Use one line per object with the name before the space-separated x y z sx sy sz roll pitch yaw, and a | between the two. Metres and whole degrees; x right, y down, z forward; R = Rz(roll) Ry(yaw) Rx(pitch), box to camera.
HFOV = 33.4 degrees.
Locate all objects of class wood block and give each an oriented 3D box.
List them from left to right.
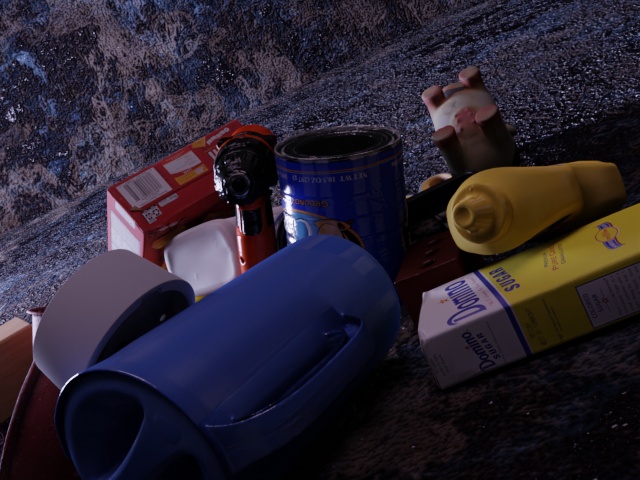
wood block | -0.364 0.169 1.059 0.205 0.090 0.091 -32 15 -21

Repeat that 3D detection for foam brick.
foam brick | 0.094 0.031 0.811 0.053 0.051 0.078 -22 14 19

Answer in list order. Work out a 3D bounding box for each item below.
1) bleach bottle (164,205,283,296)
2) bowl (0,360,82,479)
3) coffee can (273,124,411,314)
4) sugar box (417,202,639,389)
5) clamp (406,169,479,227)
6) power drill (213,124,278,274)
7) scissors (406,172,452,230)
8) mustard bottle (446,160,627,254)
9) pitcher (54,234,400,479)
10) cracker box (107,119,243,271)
bleach bottle | -0.044 -0.008 1.125 0.103 0.068 0.250 -18 2 39
bowl | -0.180 0.141 0.782 0.055 0.162 0.162 14 20 3
coffee can | 0.021 -0.014 0.868 0.103 0.140 0.103 -6 19 2
sugar box | 0.152 0.033 0.707 0.176 0.048 0.093 -22 13 13
clamp | 0.052 -0.004 1.046 0.164 0.036 0.210 -41 14 -21
power drill | -0.056 0.001 0.905 0.057 0.188 0.184 -2 15 3
scissors | 0.102 -0.028 1.095 0.096 0.016 0.201 -24 14 17
mustard bottle | 0.146 -0.024 0.771 0.096 0.058 0.191 -20 -7 34
pitcher | -0.038 0.086 0.699 0.149 0.145 0.242 27 36 21
cracker box | -0.144 -0.012 1.156 0.164 0.072 0.214 -32 -22 -26
